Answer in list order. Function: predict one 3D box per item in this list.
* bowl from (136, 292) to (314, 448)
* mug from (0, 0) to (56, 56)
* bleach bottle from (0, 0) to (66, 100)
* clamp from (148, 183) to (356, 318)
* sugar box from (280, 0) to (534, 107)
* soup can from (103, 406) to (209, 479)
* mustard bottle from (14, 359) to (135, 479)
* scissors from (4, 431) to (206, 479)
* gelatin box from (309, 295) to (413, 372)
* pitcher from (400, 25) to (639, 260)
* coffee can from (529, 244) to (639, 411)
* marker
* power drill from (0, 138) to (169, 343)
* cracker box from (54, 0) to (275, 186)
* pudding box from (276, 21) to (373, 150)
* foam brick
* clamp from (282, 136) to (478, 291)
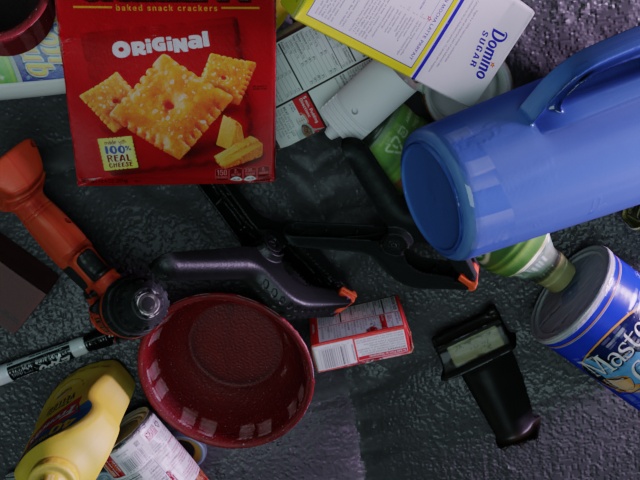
[{"bbox_3d":[-0.082,0.109,0.976,0.162,0.055,0.162,3,114,6],"label":"bowl"},{"bbox_3d":[-0.257,-0.184,0.811,0.117,0.081,0.093,-20,89,-7],"label":"mug"},{"bbox_3d":[-0.217,-0.174,0.889,0.251,0.068,0.102,-7,105,-2],"label":"bleach bottle"},{"bbox_3d":[-0.056,0.001,0.931,0.209,0.164,0.036,27,131,-32],"label":"clamp"},{"bbox_3d":[0.068,-0.178,0.816,0.176,0.048,0.093,21,111,-31],"label":"sugar box"},{"bbox_3d":[-0.155,0.214,0.992,0.068,0.068,0.102,-34,104,9],"label":"soup can"},{"bbox_3d":[-0.218,0.176,0.930,0.096,0.191,0.058,-33,105,9],"label":"mustard bottle"},{"bbox_3d":[-0.198,0.215,1.036,0.201,0.016,0.096,16,105,-6],"label":"scissors"},{"bbox_3d":[0.036,0.085,0.969,0.089,0.073,0.030,-12,109,2],"label":"gelatin box"},{"bbox_3d":[0.191,-0.078,0.844,0.242,0.145,0.149,-20,101,-18],"label":"pitcher"},{"bbox_3d":[0.275,0.084,0.959,0.140,0.103,0.103,35,104,-12],"label":"coffee can"},{"bbox_3d":[-0.248,0.108,0.999,0.121,0.020,0.020,-20,107,5],"label":"marker"},{"bbox_3d":[-0.205,0.006,0.895,0.057,0.185,0.187,-41,98,-20],"label":"power drill"},{"bbox_3d":[-0.115,-0.147,0.828,0.164,0.072,0.214,0,124,-3],"label":"cracker box"},{"bbox_3d":[-0.008,-0.141,0.915,0.113,0.039,0.090,-27,108,5],"label":"pudding box"},{"bbox_3d":[-0.285,0.036,0.958,0.078,0.051,0.053,39,104,-12],"label":"foam brick"},{"bbox_3d":[0.064,-0.015,0.900,0.171,0.039,0.120,21,134,-5],"label":"clamp"}]
